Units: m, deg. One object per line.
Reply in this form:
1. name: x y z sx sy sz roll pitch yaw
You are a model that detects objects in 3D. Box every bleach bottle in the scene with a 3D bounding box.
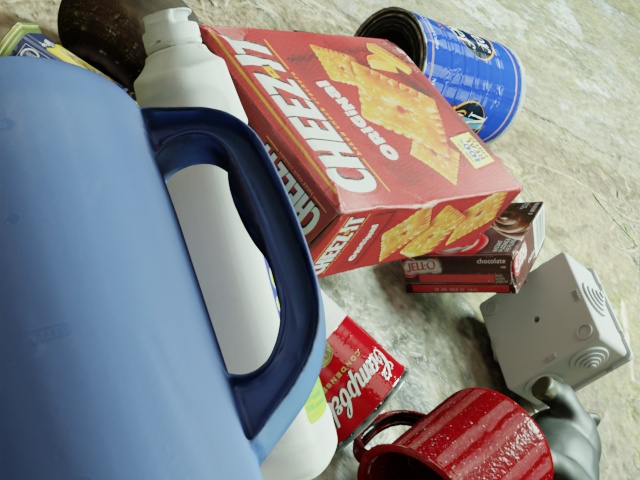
1. bleach bottle: -0.054 0.001 0.566 0.102 0.068 0.251 -14 90 -82

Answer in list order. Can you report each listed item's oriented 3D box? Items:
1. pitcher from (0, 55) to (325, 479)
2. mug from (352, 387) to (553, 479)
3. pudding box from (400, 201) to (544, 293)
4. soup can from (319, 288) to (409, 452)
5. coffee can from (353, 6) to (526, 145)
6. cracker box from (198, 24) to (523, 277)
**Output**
1. pitcher: -0.081 0.055 0.378 0.144 0.149 0.243 12 40 -42
2. mug: 0.073 0.136 0.632 0.117 0.093 0.081 23 39 37
3. pudding box: 0.123 0.005 0.842 0.113 0.090 0.039 -41 127 -59
4. soup can: -0.005 0.069 0.650 0.102 0.069 0.068 43 33 1
5. coffee can: 0.106 -0.148 0.981 0.140 0.103 0.103 8 47 -42
6. cracker box: 0.016 -0.065 0.710 0.213 0.072 0.164 -9 54 -51
